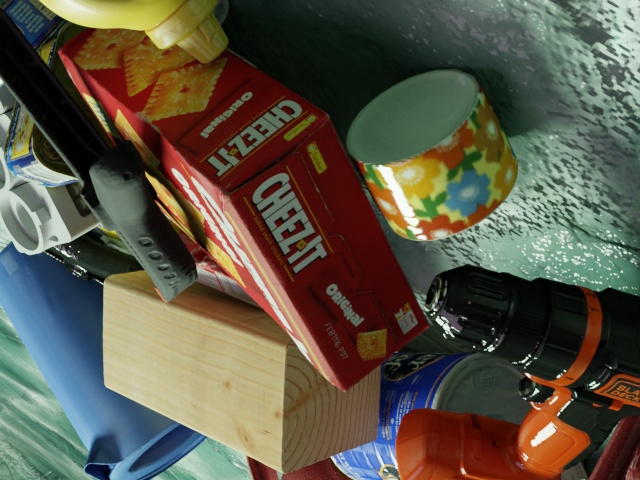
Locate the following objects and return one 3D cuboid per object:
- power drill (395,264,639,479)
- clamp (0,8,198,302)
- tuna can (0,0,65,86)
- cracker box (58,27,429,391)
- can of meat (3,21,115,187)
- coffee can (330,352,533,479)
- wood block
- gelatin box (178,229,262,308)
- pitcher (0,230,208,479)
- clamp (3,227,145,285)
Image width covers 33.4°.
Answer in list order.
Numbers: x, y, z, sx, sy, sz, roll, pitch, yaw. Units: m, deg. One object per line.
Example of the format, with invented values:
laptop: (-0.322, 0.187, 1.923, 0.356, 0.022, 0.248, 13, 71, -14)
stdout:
power drill: (0.114, 0.089, 0.601, 0.184, 0.057, 0.188, 18, 142, -13)
clamp: (-0.124, -0.035, 0.617, 0.165, 0.036, 0.210, 46, 168, 29)
tuna can: (-0.193, -0.133, 0.675, 0.033, 0.086, 0.086, 44, 155, -20)
cracker box: (-0.048, -0.032, 0.610, 0.214, 0.072, 0.164, 41, 165, 46)
can of meat: (-0.167, -0.087, 0.706, 0.057, 0.102, 0.084, 17, 169, -30)
coffee can: (0.080, 0.131, 0.770, 0.102, 0.102, 0.141, 46, 154, -20)
wood block: (-0.062, 0.082, 0.769, 0.206, 0.090, 0.090, 14, 106, 45)
gelatin box: (-0.055, 0.001, 0.749, 0.089, 0.073, 0.030, 19, 150, 34)
pitcher: (-0.192, 0.095, 0.990, 0.243, 0.145, 0.149, 51, -179, 17)
clamp: (-0.195, 0.013, 0.901, 0.171, 0.039, 0.120, 26, 160, 6)
